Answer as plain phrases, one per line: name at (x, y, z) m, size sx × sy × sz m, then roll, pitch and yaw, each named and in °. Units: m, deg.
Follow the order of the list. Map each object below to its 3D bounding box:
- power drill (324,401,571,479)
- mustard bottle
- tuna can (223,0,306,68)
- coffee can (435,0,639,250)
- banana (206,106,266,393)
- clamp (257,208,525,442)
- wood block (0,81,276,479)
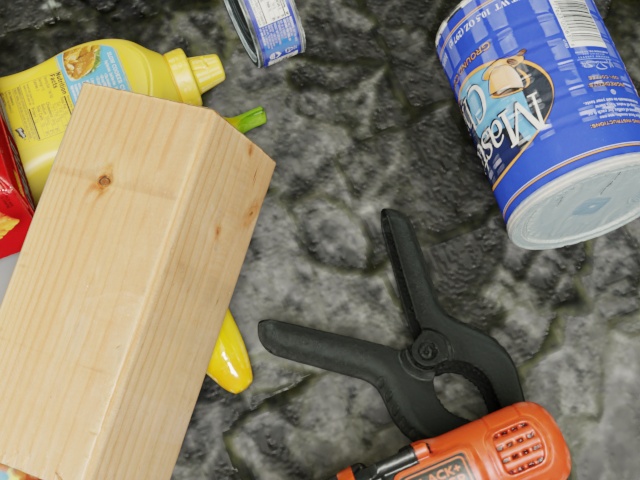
power drill at (0.060, 0.189, 0.503) m, size 0.184 × 0.057 × 0.188 m, roll -24°, pitch 72°, yaw 0°
mustard bottle at (-0.154, -0.080, 0.691) m, size 0.191 × 0.058 × 0.096 m, roll -22°, pitch 62°, yaw -6°
tuna can at (-0.042, -0.158, 0.705) m, size 0.033 × 0.086 × 0.086 m, roll -24°, pitch 68°, yaw -6°
coffee can at (0.140, -0.079, 0.651) m, size 0.102 × 0.103 × 0.140 m, roll -16°, pitch 67°, yaw -4°
banana at (-0.073, -0.003, 0.665) m, size 0.069 × 0.037 × 0.198 m, roll 0°, pitch 67°, yaw 5°
clamp at (0.049, 0.072, 0.625) m, size 0.120 × 0.039 × 0.171 m, roll -35°, pitch 70°, yaw -10°
wood block at (-0.110, 0.030, 0.593) m, size 0.091 × 0.090 × 0.206 m, roll 14°, pitch 81°, yaw 24°
